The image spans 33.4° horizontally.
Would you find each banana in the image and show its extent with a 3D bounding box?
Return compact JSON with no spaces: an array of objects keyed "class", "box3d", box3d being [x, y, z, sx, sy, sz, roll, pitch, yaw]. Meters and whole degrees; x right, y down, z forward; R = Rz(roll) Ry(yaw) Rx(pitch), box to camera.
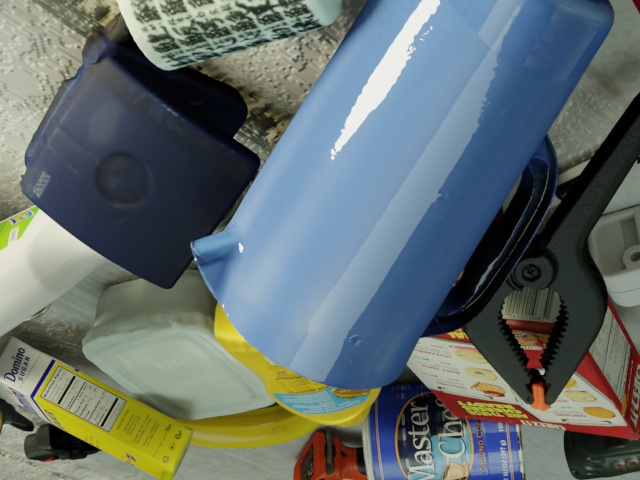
[{"class":"banana","box3d":[-0.072,0.175,1.047,0.198,0.037,0.069,-12,126,15]}]

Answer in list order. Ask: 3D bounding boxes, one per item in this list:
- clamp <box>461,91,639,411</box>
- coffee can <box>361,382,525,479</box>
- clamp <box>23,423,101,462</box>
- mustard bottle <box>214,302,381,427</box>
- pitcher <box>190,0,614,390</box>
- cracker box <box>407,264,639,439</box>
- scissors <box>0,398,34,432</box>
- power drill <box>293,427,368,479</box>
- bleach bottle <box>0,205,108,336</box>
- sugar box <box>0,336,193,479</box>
[{"class":"clamp","box3d":[0.139,0.007,0.665,0.165,0.036,0.210,-11,110,12]},{"class":"coffee can","box3d":[0.114,0.181,0.990,0.140,0.103,0.103,-6,146,9]},{"class":"clamp","box3d":[-0.233,0.197,1.053,0.120,0.039,0.172,7,165,-24]},{"class":"mustard bottle","box3d":[-0.003,0.099,0.852,0.096,0.058,0.191,-15,141,16]},{"class":"pitcher","box3d":[0.054,-0.046,0.575,0.145,0.149,0.243,38,118,13]},{"class":"cracker box","box3d":[0.149,0.079,0.833,0.164,0.072,0.213,2,152,32]},{"class":"scissors","box3d":[-0.299,0.143,0.998,0.016,0.096,0.202,-8,177,-2]},{"class":"power drill","box3d":[0.068,0.260,1.154,0.187,0.057,0.185,6,142,-13]},{"class":"bleach bottle","box3d":[-0.221,0.028,0.728,0.251,0.102,0.068,-28,120,6]},{"class":"sugar box","box3d":[-0.198,0.150,0.929,0.176,0.048,0.093,25,157,0]}]
